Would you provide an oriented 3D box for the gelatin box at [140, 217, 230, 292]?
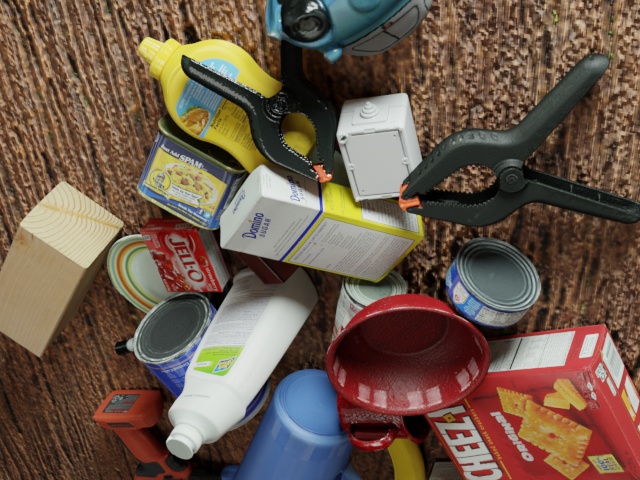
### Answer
[{"bbox_3d":[-0.148,0.016,1.178,0.073,0.030,0.089,-1,127,25],"label":"gelatin box"}]

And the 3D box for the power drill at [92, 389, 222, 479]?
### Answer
[{"bbox_3d":[-0.211,0.287,1.453,0.185,0.057,0.187,-6,124,33],"label":"power drill"}]

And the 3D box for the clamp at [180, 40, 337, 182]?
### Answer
[{"bbox_3d":[-0.047,-0.124,0.964,0.120,0.039,0.171,-21,95,13],"label":"clamp"}]

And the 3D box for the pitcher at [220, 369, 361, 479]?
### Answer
[{"bbox_3d":[-0.021,0.274,1.291,0.149,0.145,0.243,1,135,-20],"label":"pitcher"}]

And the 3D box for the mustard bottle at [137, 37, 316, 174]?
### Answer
[{"bbox_3d":[-0.090,-0.135,1.018,0.191,0.058,0.096,33,116,1],"label":"mustard bottle"}]

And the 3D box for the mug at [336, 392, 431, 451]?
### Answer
[{"bbox_3d":[0.066,0.184,1.165,0.082,0.117,0.093,-5,128,28],"label":"mug"}]

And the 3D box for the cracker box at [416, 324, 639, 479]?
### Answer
[{"bbox_3d":[0.220,0.180,1.113,0.214,0.072,0.164,-12,120,36],"label":"cracker box"}]

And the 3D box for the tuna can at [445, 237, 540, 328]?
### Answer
[{"bbox_3d":[0.163,0.041,1.014,0.086,0.086,0.034,29,137,3],"label":"tuna can"}]

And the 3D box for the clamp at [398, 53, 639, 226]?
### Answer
[{"bbox_3d":[0.167,-0.071,0.920,0.210,0.036,0.164,-8,121,12],"label":"clamp"}]

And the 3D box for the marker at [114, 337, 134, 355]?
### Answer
[{"bbox_3d":[-0.219,0.126,1.346,0.121,0.020,0.020,-19,117,39],"label":"marker"}]

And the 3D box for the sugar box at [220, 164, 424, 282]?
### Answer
[{"bbox_3d":[0.001,-0.014,1.032,0.176,0.048,0.093,16,140,-23],"label":"sugar box"}]

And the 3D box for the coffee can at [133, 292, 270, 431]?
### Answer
[{"bbox_3d":[-0.135,0.141,1.235,0.103,0.102,0.140,-6,136,32],"label":"coffee can"}]

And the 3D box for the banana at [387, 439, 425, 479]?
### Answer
[{"bbox_3d":[0.092,0.260,1.278,0.070,0.037,0.198,10,131,22],"label":"banana"}]

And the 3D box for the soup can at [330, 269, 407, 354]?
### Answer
[{"bbox_3d":[0.050,0.082,1.125,0.068,0.068,0.102,21,134,12],"label":"soup can"}]

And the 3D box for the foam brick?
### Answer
[{"bbox_3d":[-0.057,0.001,1.116,0.078,0.051,0.053,47,160,-15],"label":"foam brick"}]

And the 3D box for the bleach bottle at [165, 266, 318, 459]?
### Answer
[{"bbox_3d":[-0.094,0.125,1.111,0.103,0.250,0.068,-11,121,35],"label":"bleach bottle"}]

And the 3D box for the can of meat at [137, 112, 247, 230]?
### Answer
[{"bbox_3d":[-0.128,-0.069,1.087,0.102,0.057,0.084,29,121,3],"label":"can of meat"}]

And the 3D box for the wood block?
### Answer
[{"bbox_3d":[-0.323,0.038,1.278,0.091,0.090,0.206,35,135,-3],"label":"wood block"}]

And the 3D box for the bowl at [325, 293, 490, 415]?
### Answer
[{"bbox_3d":[0.085,0.104,1.058,0.162,0.055,0.162,0,133,0],"label":"bowl"}]
